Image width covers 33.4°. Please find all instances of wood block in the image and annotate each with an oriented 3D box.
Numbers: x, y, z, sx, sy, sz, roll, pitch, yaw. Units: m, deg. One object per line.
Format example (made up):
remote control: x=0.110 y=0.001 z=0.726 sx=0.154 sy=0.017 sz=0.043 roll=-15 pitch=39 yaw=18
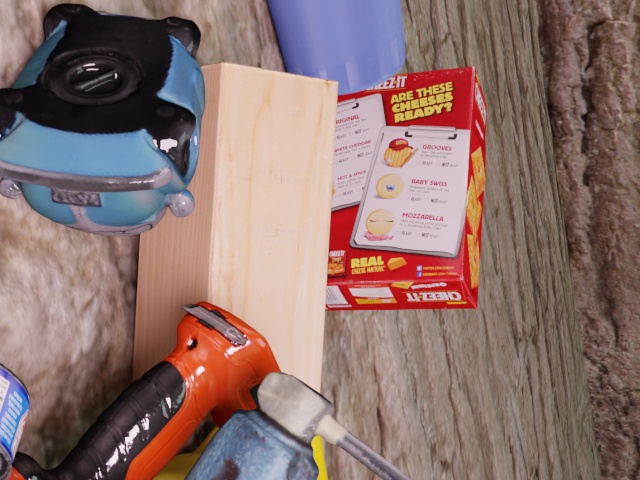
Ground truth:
wood block: x=-0.054 y=0.001 z=0.670 sx=0.090 sy=0.091 sz=0.206 roll=3 pitch=91 yaw=-37

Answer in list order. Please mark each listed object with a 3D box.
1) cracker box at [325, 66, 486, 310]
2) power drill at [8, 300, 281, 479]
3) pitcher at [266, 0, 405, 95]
cracker box: x=0.062 y=-0.044 z=0.960 sx=0.072 sy=0.164 sz=0.213 roll=56 pitch=36 yaw=-56
power drill: x=-0.092 y=0.137 z=0.554 sx=0.187 sy=0.057 sz=0.184 roll=-41 pitch=135 yaw=-25
pitcher: x=0.011 y=-0.257 z=0.909 sx=0.145 sy=0.149 sz=0.243 roll=-84 pitch=164 yaw=-59
